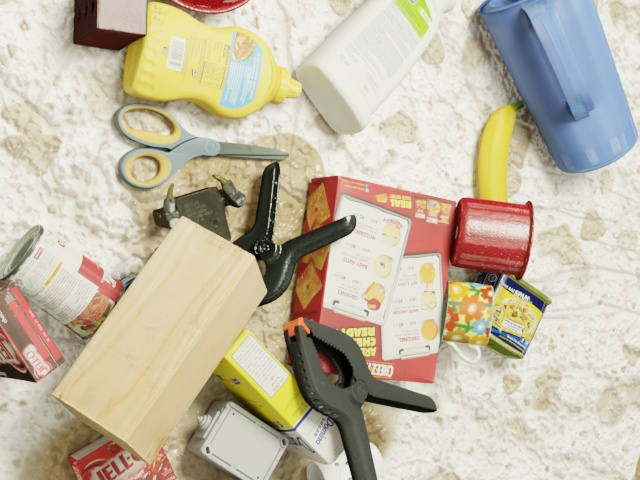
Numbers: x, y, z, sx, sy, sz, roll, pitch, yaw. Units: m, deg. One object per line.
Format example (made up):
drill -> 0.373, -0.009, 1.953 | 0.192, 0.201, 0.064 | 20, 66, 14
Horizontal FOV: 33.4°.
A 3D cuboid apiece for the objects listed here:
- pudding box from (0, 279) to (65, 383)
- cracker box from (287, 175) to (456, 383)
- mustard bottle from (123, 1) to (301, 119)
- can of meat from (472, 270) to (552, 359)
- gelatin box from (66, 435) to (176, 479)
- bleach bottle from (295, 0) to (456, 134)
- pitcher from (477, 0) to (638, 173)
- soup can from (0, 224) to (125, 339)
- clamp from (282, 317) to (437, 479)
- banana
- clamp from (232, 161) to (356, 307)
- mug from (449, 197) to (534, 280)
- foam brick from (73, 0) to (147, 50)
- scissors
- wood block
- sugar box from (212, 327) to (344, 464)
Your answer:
pudding box -> -0.289, 0.083, 0.978 | 0.039, 0.114, 0.090 | -36, 107, -29
cracker box -> 0.058, 0.046, 1.204 | 0.163, 0.072, 0.214 | 10, 86, -29
mustard bottle -> -0.105, -0.179, 1.117 | 0.191, 0.058, 0.096 | 11, 88, -29
can of meat -> 0.222, 0.088, 1.307 | 0.102, 0.058, 0.084 | 32, 76, -25
gelatin box -> -0.200, 0.230, 1.077 | 0.089, 0.030, 0.073 | -29, 103, -27
bleach bottle -> 0.086, -0.237, 1.228 | 0.250, 0.068, 0.102 | -46, 111, -24
pitcher -> 0.299, -0.205, 1.307 | 0.149, 0.145, 0.243 | -38, 111, -28
soup can -> -0.249, 0.040, 1.028 | 0.102, 0.069, 0.068 | 39, 71, -23
clamp -> 0.038, 0.158, 1.121 | 0.210, 0.036, 0.164 | 56, 44, -10
banana -> 0.222, -0.083, 1.319 | 0.069, 0.037, 0.198 | 9, 85, -29
clamp -> -0.057, 0.001, 1.137 | 0.171, 0.120, 0.039 | -44, 155, -2
mug -> 0.193, -0.001, 1.233 | 0.081, 0.117, 0.093 | 8, 70, 0
foam brick -> -0.207, -0.222, 1.048 | 0.051, 0.078, 0.053 | 2, 87, -30
scissors -> -0.129, -0.082, 1.128 | 0.201, 0.016, 0.096 | 21, 81, -28
wood block -> -0.148, 0.094, 1.015 | 0.090, 0.091, 0.206 | 28, 71, 17
sugar box -> -0.053, 0.162, 1.126 | 0.048, 0.093, 0.176 | -47, 111, -21
